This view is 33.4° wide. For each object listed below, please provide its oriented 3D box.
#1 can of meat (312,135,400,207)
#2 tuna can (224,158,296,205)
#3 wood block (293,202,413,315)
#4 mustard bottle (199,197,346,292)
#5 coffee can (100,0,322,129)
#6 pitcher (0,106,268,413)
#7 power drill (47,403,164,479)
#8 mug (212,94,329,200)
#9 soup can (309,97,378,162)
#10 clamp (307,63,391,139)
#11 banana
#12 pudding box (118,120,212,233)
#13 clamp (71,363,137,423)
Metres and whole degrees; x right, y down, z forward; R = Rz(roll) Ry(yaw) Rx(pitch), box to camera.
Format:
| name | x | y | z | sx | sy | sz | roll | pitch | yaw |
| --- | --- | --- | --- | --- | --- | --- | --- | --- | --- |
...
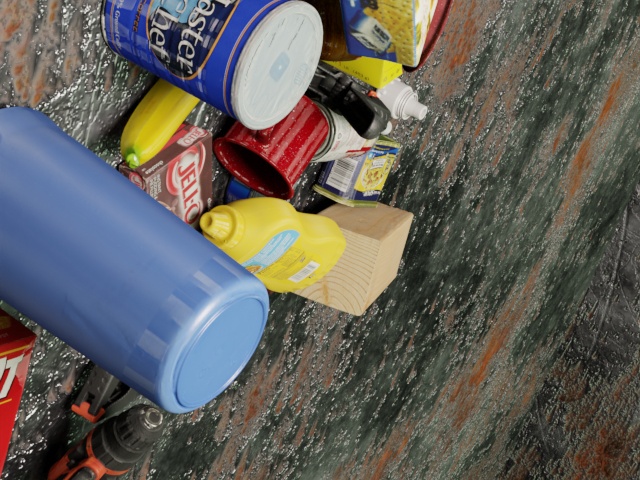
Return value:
| name | x | y | z | sx | sy | sz | roll | pitch | yaw |
| --- | --- | --- | --- | --- | --- | --- | --- | --- | --- |
| can of meat | 0.045 | -0.089 | 1.273 | 0.102 | 0.057 | 0.084 | -2 | 117 | -63 |
| tuna can | -0.062 | -0.057 | 1.125 | 0.086 | 0.034 | 0.086 | -44 | 152 | -31 |
| wood block | 0.040 | 0.012 | 1.267 | 0.206 | 0.090 | 0.091 | -34 | 142 | -72 |
| mustard bottle | -0.057 | 0.001 | 1.055 | 0.096 | 0.058 | 0.191 | -36 | 154 | 19 |
| coffee can | -0.084 | -0.161 | 0.827 | 0.102 | 0.140 | 0.103 | -44 | 152 | -31 |
| pitcher | -0.155 | 0.019 | 0.766 | 0.149 | 0.243 | 0.145 | -23 | 140 | -52 |
| power drill | -0.235 | 0.239 | 0.981 | 0.185 | 0.057 | 0.187 | -41 | -176 | 40 |
| mug | -0.044 | -0.103 | 1.033 | 0.081 | 0.093 | 0.117 | -56 | 170 | -19 |
| soup can | 0.011 | -0.121 | 1.154 | 0.102 | 0.069 | 0.068 | -14 | 130 | -58 |
| clamp | 0.010 | -0.150 | 1.044 | 0.036 | 0.164 | 0.209 | -55 | 171 | 12 |
| banana | -0.114 | -0.128 | 0.908 | 0.037 | 0.070 | 0.197 | 48 | 63 | -31 |
| pudding box | -0.140 | -0.041 | 0.982 | 0.089 | 0.039 | 0.113 | -41 | 151 | -38 |
| clamp | -0.183 | 0.121 | 1.086 | 0.171 | 0.039 | 0.120 | -52 | 150 | -25 |
